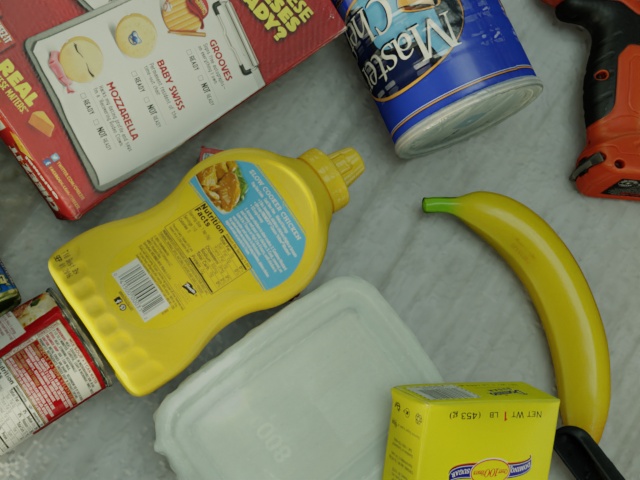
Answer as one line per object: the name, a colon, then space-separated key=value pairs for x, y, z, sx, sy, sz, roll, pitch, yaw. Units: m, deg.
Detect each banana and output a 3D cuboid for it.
banana: x=0.146 y=0.040 z=0.707 sx=0.069 sy=0.037 sz=0.198 roll=-32 pitch=83 yaw=1

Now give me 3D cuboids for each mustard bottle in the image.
mustard bottle: x=-0.054 y=0.001 z=0.625 sx=0.191 sy=0.058 sz=0.096 roll=-34 pitch=83 yaw=-15

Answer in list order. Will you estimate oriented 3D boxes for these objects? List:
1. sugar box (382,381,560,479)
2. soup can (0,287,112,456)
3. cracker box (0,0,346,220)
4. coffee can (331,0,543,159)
sugar box: x=0.078 y=0.171 z=0.612 sx=0.093 sy=0.048 sz=0.176 roll=3 pitch=96 yaw=-25
soup can: x=-0.179 y=0.082 z=0.604 sx=0.102 sy=0.069 sz=0.068 roll=-33 pitch=85 yaw=-18
cracker box: x=-0.116 y=-0.138 z=0.653 sx=0.213 sy=0.072 sz=0.164 roll=-38 pitch=106 yaw=-19
coffee can: x=0.069 y=-0.138 z=0.696 sx=0.102 sy=0.103 sz=0.140 roll=-21 pitch=82 yaw=-17
